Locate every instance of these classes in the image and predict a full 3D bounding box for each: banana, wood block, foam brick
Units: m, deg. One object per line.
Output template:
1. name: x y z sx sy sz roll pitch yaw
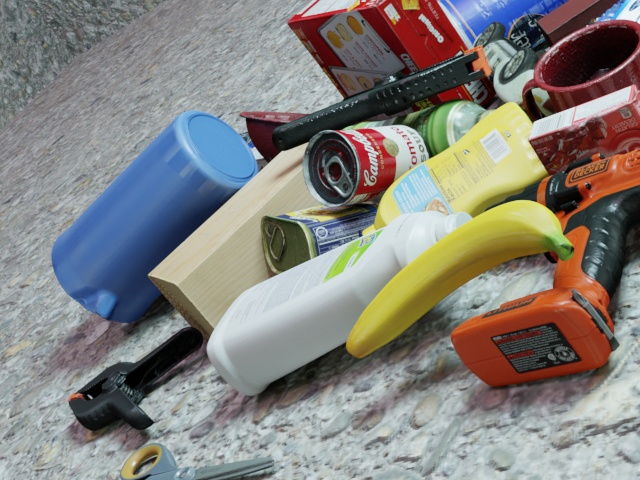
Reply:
1. banana: 0.091 0.020 0.727 0.198 0.037 0.069 -33 15 40
2. wood block: -0.057 0.001 1.062 0.206 0.090 0.090 -44 22 -17
3. foam brick: 0.262 -0.210 1.051 0.078 0.053 0.051 -31 22 13

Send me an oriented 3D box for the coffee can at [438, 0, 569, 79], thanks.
1. coffee can: 0.208 -0.252 1.152 0.140 0.102 0.103 -34 22 7

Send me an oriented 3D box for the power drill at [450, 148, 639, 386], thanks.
1. power drill: 0.160 0.015 0.746 0.185 0.057 0.187 -23 26 47

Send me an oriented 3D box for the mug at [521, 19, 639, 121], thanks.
1. mug: 0.221 -0.117 0.869 0.117 0.081 0.093 -9 38 37

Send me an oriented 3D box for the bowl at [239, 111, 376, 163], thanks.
1. bowl: -0.014 -0.113 1.212 0.162 0.055 0.162 5 10 -1

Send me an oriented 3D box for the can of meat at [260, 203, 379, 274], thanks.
1. can of meat: 0.004 -0.002 0.983 0.083 0.057 0.102 -15 13 -25

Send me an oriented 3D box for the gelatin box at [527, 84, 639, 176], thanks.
1. gelatin box: 0.215 -0.069 0.811 0.089 0.073 0.030 -19 29 37

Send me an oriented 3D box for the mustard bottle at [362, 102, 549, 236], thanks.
1. mustard bottle: 0.108 -0.032 0.912 0.192 0.058 0.096 -34 46 10

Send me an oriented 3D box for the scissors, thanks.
1. scissors: -0.110 0.184 0.875 0.202 0.016 0.096 -27 24 23

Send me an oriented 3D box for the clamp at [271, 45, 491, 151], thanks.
1. clamp: 0.071 -0.143 1.045 0.210 0.036 0.164 -18 10 26

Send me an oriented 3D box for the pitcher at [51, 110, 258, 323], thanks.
1. pitcher: -0.179 -0.035 1.179 0.243 0.149 0.144 -43 -18 30

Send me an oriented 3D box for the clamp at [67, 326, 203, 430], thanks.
1. clamp: -0.193 0.152 1.037 0.172 0.039 0.120 -30 17 34

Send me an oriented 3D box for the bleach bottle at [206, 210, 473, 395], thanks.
1. bleach bottle: 0.020 0.042 0.850 0.251 0.068 0.102 -28 21 41

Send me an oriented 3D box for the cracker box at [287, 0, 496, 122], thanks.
1. cracker box: 0.075 -0.204 1.174 0.072 0.164 0.214 -45 22 -15

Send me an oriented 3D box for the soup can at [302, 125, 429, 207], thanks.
1. soup can: 0.043 -0.069 0.970 0.102 0.068 0.069 -11 -2 -45
